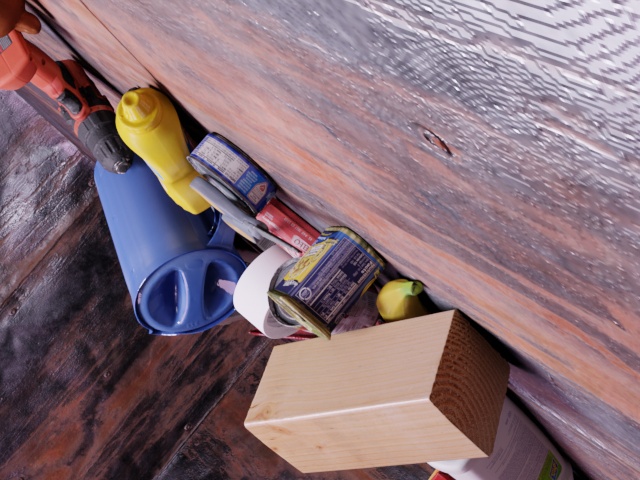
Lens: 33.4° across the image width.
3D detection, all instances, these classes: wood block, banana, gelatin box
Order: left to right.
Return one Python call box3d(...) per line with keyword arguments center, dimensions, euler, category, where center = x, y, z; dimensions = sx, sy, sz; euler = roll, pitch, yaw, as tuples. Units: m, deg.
box3d(center=(-0.026, -0.003, 1.091), dimensions=(0.073, 0.030, 0.089), euler=(39, 173, 9), category="gelatin box")
box3d(center=(0.047, 0.135, 0.919), dimensions=(0.207, 0.090, 0.090), euler=(-16, 131, 40), category="wood block")
box3d(center=(0.100, 0.087, 0.957), dimensions=(0.070, 0.037, 0.197), euler=(33, 170, 46), category="banana")

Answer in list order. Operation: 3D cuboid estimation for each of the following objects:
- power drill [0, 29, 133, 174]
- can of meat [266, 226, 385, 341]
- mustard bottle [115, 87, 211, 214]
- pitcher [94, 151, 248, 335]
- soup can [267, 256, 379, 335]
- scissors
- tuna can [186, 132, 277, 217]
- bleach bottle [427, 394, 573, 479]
box3d(center=(-0.298, -0.167, 1.200), dimensions=(0.185, 0.057, 0.187), euler=(52, -174, 31), category="power drill")
box3d(center=(0.005, 0.035, 0.941), dimensions=(0.057, 0.084, 0.102), euler=(41, 173, -10), category="can of meat")
box3d(center=(-0.156, -0.098, 1.051), dimensions=(0.096, 0.058, 0.191), euler=(59, 179, 20), category="mustard bottle")
box3d(center=(-0.177, -0.024, 1.238), dimensions=(0.243, 0.149, 0.145), euler=(60, 172, 40), category="pitcher")
box3d(center=(0.006, 0.059, 1.051), dimensions=(0.069, 0.068, 0.102), euler=(35, -170, 37), category="soup can")
box3d(center=(-0.074, -0.024, 0.979), dimensions=(0.096, 0.016, 0.202), euler=(42, 173, -12), category="scissors")
box3d(center=(-0.082, -0.062, 1.002), dimensions=(0.086, 0.033, 0.086), euler=(39, 173, 6), category="tuna can")
box3d(center=(0.200, 0.239, 1.109), dimensions=(0.068, 0.102, 0.250), euler=(17, 159, 46), category="bleach bottle")
